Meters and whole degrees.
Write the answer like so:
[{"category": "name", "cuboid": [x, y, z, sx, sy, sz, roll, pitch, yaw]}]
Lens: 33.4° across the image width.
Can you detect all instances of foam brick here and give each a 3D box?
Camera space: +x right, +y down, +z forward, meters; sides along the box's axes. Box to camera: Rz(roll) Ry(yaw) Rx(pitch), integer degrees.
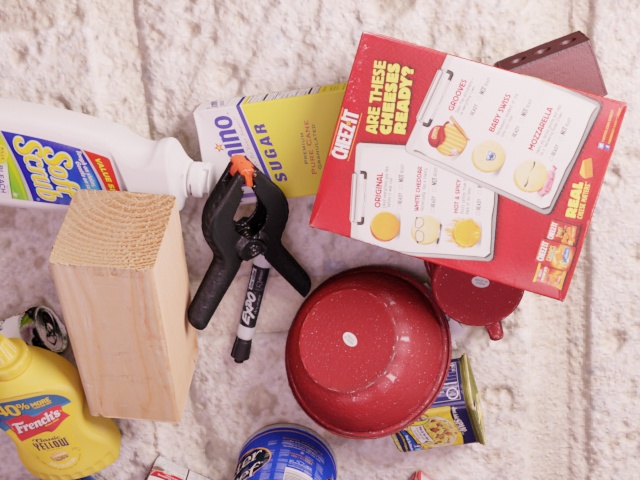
[{"category": "foam brick", "cuboid": [0.196, -0.138, 0.905, 0.078, 0.053, 0.051, -20, 106, 11]}]

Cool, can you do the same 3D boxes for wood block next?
[{"category": "wood block", "cuboid": [-0.168, 0.062, 0.946, 0.090, 0.090, 0.206, 4, 135, 5]}]

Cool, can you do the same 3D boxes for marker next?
[{"category": "marker", "cuboid": [-0.065, 0.063, 1.016, 0.020, 0.020, 0.121, 15, 110, 0]}]

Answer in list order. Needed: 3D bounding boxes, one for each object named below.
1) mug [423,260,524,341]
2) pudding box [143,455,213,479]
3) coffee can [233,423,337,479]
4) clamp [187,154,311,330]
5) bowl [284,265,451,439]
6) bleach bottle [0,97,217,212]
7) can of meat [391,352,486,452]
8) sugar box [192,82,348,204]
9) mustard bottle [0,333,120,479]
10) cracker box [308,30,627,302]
[{"category": "mug", "cuboid": [0.142, 0.036, 0.955, 0.093, 0.081, 0.117, -14, 107, 9]}, {"category": "pudding box", "cuboid": [-0.137, 0.264, 1.043, 0.090, 0.113, 0.039, 25, 105, -4]}, {"category": "coffee can", "cuboid": [-0.038, 0.253, 1.016, 0.103, 0.140, 0.103, 2, 109, 4]}, {"category": "clamp", "cuboid": [-0.056, 0.001, 0.946, 0.120, 0.039, 0.172, -14, 132, -30]}, {"category": "bowl", "cuboid": [0.033, 0.094, 0.954, 0.162, 0.055, 0.162, -6, 72, 20]}, {"category": "bleach bottle", "cuboid": [-0.216, -0.074, 0.941, 0.251, 0.068, 0.102, 6, 116, 10]}, {"category": "can of meat", "cuboid": [0.105, 0.155, 0.999, 0.084, 0.057, 0.102, -11, 141, 11]}, {"category": "sugar box", "cuboid": [-0.018, -0.087, 0.946, 0.176, 0.048, 0.093, -8, 109, 7]}, {"category": "mustard bottle", "cuboid": [-0.264, 0.153, 1.005, 0.096, 0.058, 0.191, -11, 134, 8]}, {"category": "cracker box", "cuboid": [0.117, -0.061, 0.864, 0.214, 0.072, 0.164, 17, 97, 7]}]
